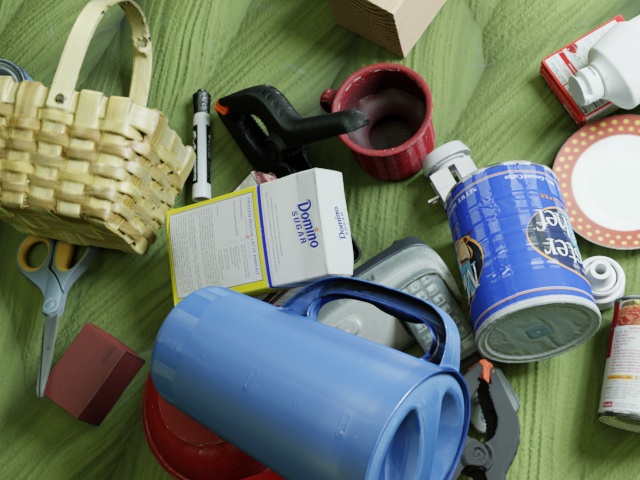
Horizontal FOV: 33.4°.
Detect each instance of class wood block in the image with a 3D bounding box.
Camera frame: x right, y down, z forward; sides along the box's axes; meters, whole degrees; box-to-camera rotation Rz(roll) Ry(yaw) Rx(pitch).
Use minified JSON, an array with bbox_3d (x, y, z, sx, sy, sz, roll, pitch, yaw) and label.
[{"bbox_3d":[0.099,-0.298,1.050,0.090,0.090,0.206,32,81,21],"label":"wood block"}]

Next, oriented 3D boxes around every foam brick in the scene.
[{"bbox_3d":[-0.213,0.126,0.997,0.053,0.051,0.078,33,82,20],"label":"foam brick"}]

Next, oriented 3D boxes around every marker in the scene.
[{"bbox_3d":[-0.119,-0.097,1.069,0.020,0.020,0.121,-6,70,11],"label":"marker"}]

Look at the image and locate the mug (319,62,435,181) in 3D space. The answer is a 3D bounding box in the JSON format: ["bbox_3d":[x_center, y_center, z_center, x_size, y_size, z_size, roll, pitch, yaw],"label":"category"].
[{"bbox_3d":[0.053,-0.110,1.000,0.117,0.081,0.093,21,77,19],"label":"mug"}]

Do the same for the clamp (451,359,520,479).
[{"bbox_3d":[0.128,0.184,0.859,0.120,0.039,0.171,27,65,-12],"label":"clamp"}]

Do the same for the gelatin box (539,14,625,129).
[{"bbox_3d":[0.261,-0.156,0.996,0.089,0.030,0.073,-30,69,1],"label":"gelatin box"}]

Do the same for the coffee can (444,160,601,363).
[{"bbox_3d":[0.168,0.018,0.903,0.103,0.102,0.140,-14,57,8],"label":"coffee can"}]

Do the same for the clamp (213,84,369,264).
[{"bbox_3d":[-0.027,-0.078,1.004,0.036,0.164,0.210,-26,40,-31],"label":"clamp"}]

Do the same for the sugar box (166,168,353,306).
[{"bbox_3d":[-0.056,0.001,0.937,0.177,0.048,0.093,-12,80,33],"label":"sugar box"}]

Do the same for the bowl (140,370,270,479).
[{"bbox_3d":[-0.094,0.143,0.962,0.162,0.055,0.162,-4,71,11],"label":"bowl"}]

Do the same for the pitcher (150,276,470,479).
[{"bbox_3d":[-0.011,0.112,0.831,0.243,0.145,0.149,21,42,35],"label":"pitcher"}]

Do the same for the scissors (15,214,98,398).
[{"bbox_3d":[-0.271,0.059,1.027,0.096,0.016,0.201,1,55,23],"label":"scissors"}]
